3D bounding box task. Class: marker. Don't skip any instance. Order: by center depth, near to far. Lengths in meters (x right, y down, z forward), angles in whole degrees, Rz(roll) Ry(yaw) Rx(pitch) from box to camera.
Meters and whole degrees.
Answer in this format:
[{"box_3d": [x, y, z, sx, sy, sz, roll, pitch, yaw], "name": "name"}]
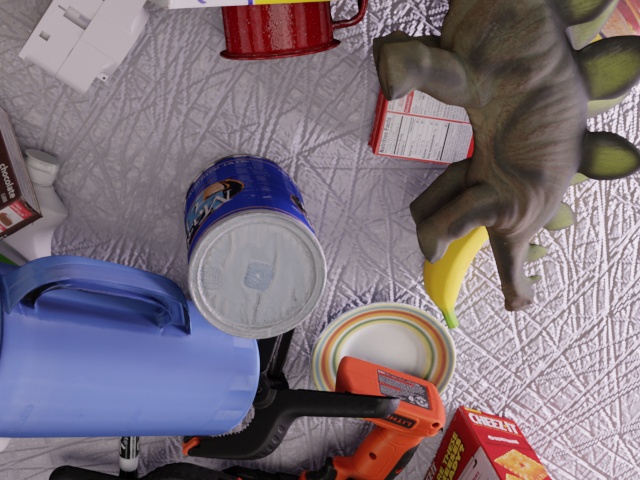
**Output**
[{"box_3d": [-0.172, 0.177, 0.964, 0.020, 0.020, 0.121, 2, 112, -9], "name": "marker"}]

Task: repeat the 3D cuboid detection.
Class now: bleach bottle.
[{"box_3d": [-0.263, 0.047, 0.876, 0.102, 0.068, 0.251, 20, 105, -20], "name": "bleach bottle"}]

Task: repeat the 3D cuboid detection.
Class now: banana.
[{"box_3d": [0.147, -0.015, 0.927, 0.069, 0.037, 0.198, 27, 108, -36], "name": "banana"}]

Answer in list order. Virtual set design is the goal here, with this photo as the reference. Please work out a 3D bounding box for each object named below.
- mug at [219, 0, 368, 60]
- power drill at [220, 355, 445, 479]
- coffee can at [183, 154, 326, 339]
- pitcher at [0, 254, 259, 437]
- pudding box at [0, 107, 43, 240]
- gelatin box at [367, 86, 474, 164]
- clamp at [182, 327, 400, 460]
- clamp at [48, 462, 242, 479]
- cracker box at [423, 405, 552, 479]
[{"box_3d": [-0.022, -0.184, 0.800, 0.117, 0.093, 0.081, -3, 108, 7], "name": "mug"}, {"box_3d": [0.015, 0.195, 0.968, 0.184, 0.057, 0.188, 18, 120, -15], "name": "power drill"}, {"box_3d": [-0.056, 0.001, 0.844, 0.102, 0.140, 0.103, -3, 112, -7], "name": "coffee can"}, {"box_3d": [-0.165, 0.087, 0.831, 0.242, 0.149, 0.145, 11, 88, -39], "name": "pitcher"}, {"box_3d": [-0.271, -0.046, 0.812, 0.090, 0.113, 0.039, -30, 153, 4], "name": "pudding box"}, {"box_3d": [0.090, -0.104, 0.884, 0.089, 0.030, 0.073, 7, 112, -11], "name": "gelatin box"}, {"box_3d": [-0.036, 0.132, 0.916, 0.210, 0.165, 0.036, -47, 150, 18], "name": "clamp"}, {"box_3d": [-0.155, 0.231, 0.952, 0.172, 0.039, 0.120, -22, 120, 14], "name": "clamp"}, {"box_3d": [0.150, 0.275, 0.946, 0.072, 0.214, 0.164, 17, 109, -17], "name": "cracker box"}]
